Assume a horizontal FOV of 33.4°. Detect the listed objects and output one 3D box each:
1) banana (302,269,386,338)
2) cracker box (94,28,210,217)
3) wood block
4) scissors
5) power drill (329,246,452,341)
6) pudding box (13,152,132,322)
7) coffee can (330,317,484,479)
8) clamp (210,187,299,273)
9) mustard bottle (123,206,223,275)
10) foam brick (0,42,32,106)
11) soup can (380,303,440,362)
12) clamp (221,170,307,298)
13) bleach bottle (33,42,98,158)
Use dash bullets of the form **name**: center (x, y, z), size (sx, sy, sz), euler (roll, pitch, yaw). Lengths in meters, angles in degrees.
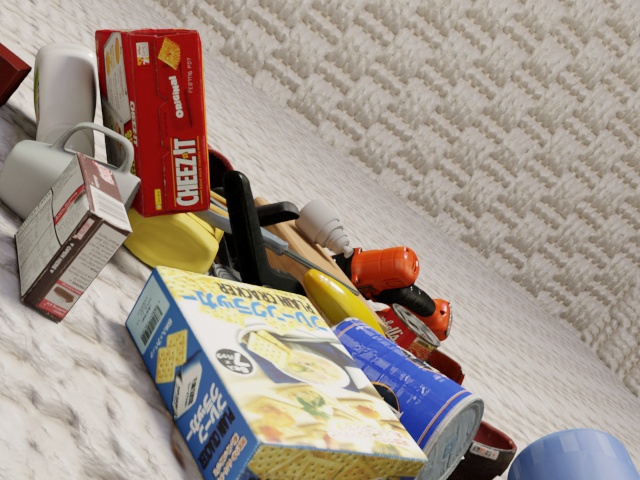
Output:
- **banana**: center (0.038, 0.108, 1.054), size (0.037, 0.070, 0.198), euler (-63, 144, -42)
- **cracker box**: center (-0.163, -0.121, 1.027), size (0.072, 0.164, 0.214), euler (-7, 13, -18)
- **wood block**: center (-0.028, 0.052, 1.165), size (0.090, 0.090, 0.206), euler (33, 12, -41)
- **scissors**: center (-0.057, 0.001, 1.063), size (0.202, 0.016, 0.096), euler (34, 13, 19)
- **power drill**: center (0.065, 0.072, 1.312), size (0.187, 0.185, 0.057), euler (39, 51, -47)
- **pudding box**: center (-0.189, -0.005, 0.804), size (0.039, 0.090, 0.113), euler (33, 13, -28)
- **coffee can**: center (0.060, 0.147, 0.951), size (0.140, 0.103, 0.102), euler (32, 5, 26)
- **clamp**: center (-0.101, -0.002, 1.172), size (0.172, 0.120, 0.039), euler (19, -13, 49)
- **mustard bottle**: center (-0.148, -0.018, 1.108), size (0.096, 0.058, 0.191), euler (25, 11, -6)
- **foam brick**: center (-0.347, -0.180, 1.099), size (0.078, 0.053, 0.051), euler (40, 10, -6)
- **soup can**: center (0.072, 0.129, 1.162), size (0.068, 0.102, 0.068), euler (39, 10, -8)
- **clamp**: center (-0.067, 0.063, 0.980), size (0.036, 0.164, 0.210), euler (4, -38, 38)
- **bleach bottle**: center (-0.249, -0.115, 1.045), size (0.068, 0.103, 0.251), euler (1, 23, -14)
